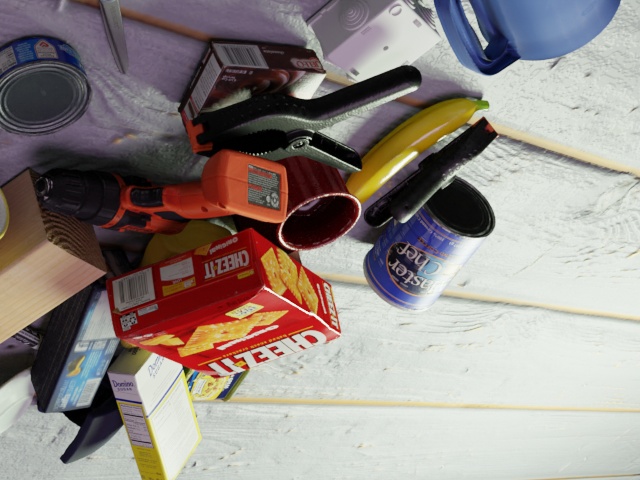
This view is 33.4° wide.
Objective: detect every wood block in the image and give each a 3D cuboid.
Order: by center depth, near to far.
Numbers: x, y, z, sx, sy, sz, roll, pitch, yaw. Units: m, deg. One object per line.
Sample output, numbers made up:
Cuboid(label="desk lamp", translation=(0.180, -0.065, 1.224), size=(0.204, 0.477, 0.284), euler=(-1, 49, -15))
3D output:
Cuboid(label="wood block", translation=(-0.319, 0.036, 1.016), size=(0.206, 0.091, 0.090), euler=(-33, 148, 12))

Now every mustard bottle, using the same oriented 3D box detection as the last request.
Cuboid(label="mustard bottle", translation=(-0.174, 0.058, 1.177), size=(0.096, 0.058, 0.192), euler=(0, 141, -42))

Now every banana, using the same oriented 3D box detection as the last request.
Cuboid(label="banana", translation=(0.093, -0.096, 1.151), size=(0.198, 0.037, 0.069), euler=(-34, 147, 15))

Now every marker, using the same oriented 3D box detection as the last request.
Cuboid(label="marker", translation=(-0.327, 0.104, 1.178), size=(0.020, 0.020, 0.121), euler=(-30, 148, 9))

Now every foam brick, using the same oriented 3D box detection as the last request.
Cuboid(label="foam brick", translation=(-0.058, 0.001, 1.155), size=(0.051, 0.078, 0.053), euler=(-22, 150, -5))

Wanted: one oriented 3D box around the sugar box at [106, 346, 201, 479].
Cuboid(label="sugar box", translation=(-0.197, 0.198, 1.278), size=(0.048, 0.093, 0.176), euler=(2, 122, 24))

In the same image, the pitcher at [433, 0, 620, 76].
Cuboid(label="pitcher", translation=(0.150, -0.256, 0.865), size=(0.145, 0.149, 0.242), euler=(-16, 149, 21))

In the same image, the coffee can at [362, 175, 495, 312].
Cuboid(label="coffee can", translation=(0.126, 0.003, 1.257), size=(0.102, 0.103, 0.140), euler=(-1, 141, -34))

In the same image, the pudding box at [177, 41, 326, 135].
Cuboid(label="pudding box", translation=(-0.063, -0.137, 0.983), size=(0.113, 0.039, 0.090), euler=(0, 142, -33))

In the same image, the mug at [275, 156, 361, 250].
Cuboid(label="mug", translation=(-0.010, -0.045, 1.114), size=(0.093, 0.081, 0.117), euler=(-32, 147, 12))

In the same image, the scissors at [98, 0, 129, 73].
Cuboid(label="scissors", translation=(-0.153, -0.211, 0.835), size=(0.096, 0.016, 0.201), euler=(-26, 149, 1))

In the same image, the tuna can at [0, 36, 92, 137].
Cuboid(label="tuna can", translation=(-0.235, -0.127, 0.885), size=(0.086, 0.034, 0.086), euler=(-17, 147, -12))

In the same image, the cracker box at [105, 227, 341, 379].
Cuboid(label="cracker box", translation=(-0.092, 0.073, 1.096), size=(0.164, 0.072, 0.213), euler=(-19, 156, 16))

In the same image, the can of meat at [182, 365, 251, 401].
Cuboid(label="can of meat", translation=(-0.146, 0.161, 1.351), size=(0.083, 0.057, 0.102), euler=(2, 139, -33))

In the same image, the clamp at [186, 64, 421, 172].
Cuboid(label="clamp", translation=(-0.023, -0.099, 0.996), size=(0.209, 0.036, 0.165), euler=(-10, 156, -18))

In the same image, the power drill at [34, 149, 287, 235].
Cuboid(label="power drill", translation=(-0.139, -0.043, 0.977), size=(0.188, 0.057, 0.184), euler=(-4, 173, 34))

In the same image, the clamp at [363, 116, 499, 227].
Cuboid(label="clamp", translation=(0.122, -0.070, 1.134), size=(0.171, 0.039, 0.120), euler=(-41, -168, -1))
